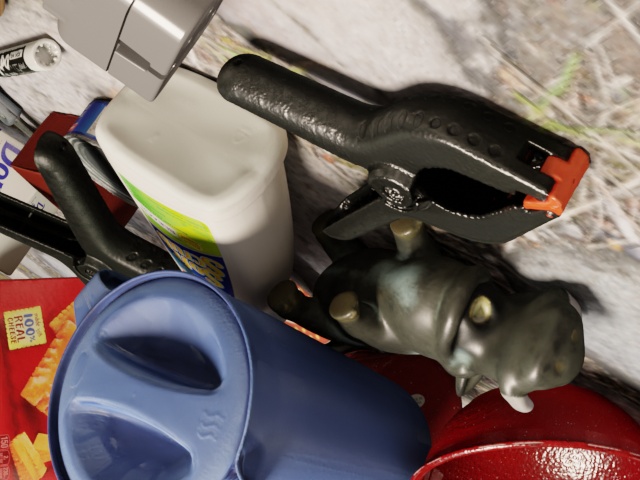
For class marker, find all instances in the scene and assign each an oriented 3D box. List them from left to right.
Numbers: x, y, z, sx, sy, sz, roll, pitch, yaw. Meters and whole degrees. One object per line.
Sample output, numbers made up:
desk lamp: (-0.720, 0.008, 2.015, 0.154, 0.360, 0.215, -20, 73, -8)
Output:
marker: (-0.196, -0.114, 0.680, 0.020, 0.020, 0.121, 42, 160, -30)

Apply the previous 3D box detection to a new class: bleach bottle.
bleach bottle: (-0.054, 0.001, 0.649, 0.103, 0.068, 0.251, 31, 161, 21)

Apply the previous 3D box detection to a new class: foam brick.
foam brick: (-0.169, -0.047, 0.761, 0.053, 0.051, 0.078, 15, 156, 45)

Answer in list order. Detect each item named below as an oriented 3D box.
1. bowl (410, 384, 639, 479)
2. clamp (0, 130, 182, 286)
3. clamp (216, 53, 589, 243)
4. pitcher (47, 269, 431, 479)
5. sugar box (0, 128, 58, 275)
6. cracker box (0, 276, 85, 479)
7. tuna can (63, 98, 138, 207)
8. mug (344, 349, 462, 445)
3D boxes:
bowl: (0.136, 0.131, 0.657, 0.162, 0.055, 0.162, 3, 148, 2)
clamp: (-0.148, 0.004, 0.726, 0.209, 0.036, 0.165, 38, 150, -23)
clamp: (0.040, -0.028, 0.480, 0.172, 0.039, 0.120, 19, 159, 36)
pitcher: (-0.036, 0.104, 0.634, 0.145, 0.149, 0.242, -7, 159, 30)
sugar box: (-0.287, -0.056, 0.840, 0.176, 0.093, 0.048, 29, 170, 24)
cracker box: (-0.167, 0.108, 0.840, 0.213, 0.164, 0.072, -1, 178, -29)
tuna can: (-0.123, -0.054, 0.695, 0.086, 0.033, 0.086, 29, 162, 10)
mug: (0.059, 0.133, 0.790, 0.117, 0.093, 0.082, 52, 155, -7)
